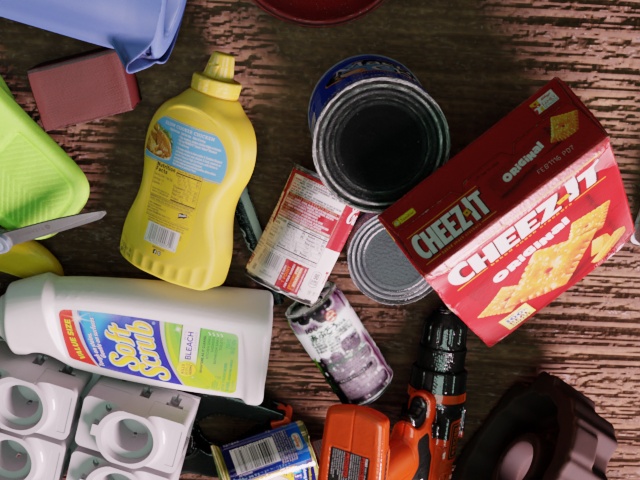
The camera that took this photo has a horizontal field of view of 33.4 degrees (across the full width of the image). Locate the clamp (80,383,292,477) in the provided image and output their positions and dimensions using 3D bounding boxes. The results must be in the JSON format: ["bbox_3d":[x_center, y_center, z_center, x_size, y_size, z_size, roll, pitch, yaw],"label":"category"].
[{"bbox_3d":[-0.132,0.170,0.973,0.210,0.036,0.164,-18,107,8],"label":"clamp"}]

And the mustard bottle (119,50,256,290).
[{"bbox_3d":[-0.103,-0.062,0.887,0.096,0.058,0.192,23,106,25],"label":"mustard bottle"}]

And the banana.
[{"bbox_3d":[-0.309,0.016,0.923,0.197,0.037,0.070,9,106,-4],"label":"banana"}]

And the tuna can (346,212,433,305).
[{"bbox_3d":[0.065,0.011,0.931,0.086,0.034,0.086,0,107,-1],"label":"tuna can"}]

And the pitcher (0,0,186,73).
[{"bbox_3d":[-0.215,-0.235,0.812,0.243,0.149,0.145,13,120,-2],"label":"pitcher"}]

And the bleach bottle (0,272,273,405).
[{"bbox_3d":[-0.170,0.080,0.919,0.250,0.068,0.103,5,121,-5],"label":"bleach bottle"}]

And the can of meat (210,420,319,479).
[{"bbox_3d":[-0.045,0.214,0.946,0.084,0.057,0.102,-17,131,-10],"label":"can of meat"}]

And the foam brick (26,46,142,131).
[{"bbox_3d":[-0.192,-0.127,0.875,0.078,0.053,0.051,-13,106,4],"label":"foam brick"}]

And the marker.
[{"bbox_3d":[-0.056,0.001,0.933,0.020,0.020,0.121,-18,106,4],"label":"marker"}]

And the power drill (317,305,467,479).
[{"bbox_3d":[0.070,0.156,0.903,0.057,0.187,0.184,10,101,31],"label":"power drill"}]

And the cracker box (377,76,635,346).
[{"bbox_3d":[0.156,-0.010,0.835,0.164,0.213,0.072,-39,63,5],"label":"cracker box"}]

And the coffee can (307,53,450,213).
[{"bbox_3d":[0.042,-0.088,0.845,0.103,0.140,0.103,0,106,-1],"label":"coffee can"}]

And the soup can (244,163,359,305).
[{"bbox_3d":[-0.013,-0.005,0.897,0.068,0.068,0.102,25,93,-9],"label":"soup can"}]

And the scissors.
[{"bbox_3d":[-0.271,0.017,0.892,0.202,0.016,0.096,-2,127,3],"label":"scissors"}]
